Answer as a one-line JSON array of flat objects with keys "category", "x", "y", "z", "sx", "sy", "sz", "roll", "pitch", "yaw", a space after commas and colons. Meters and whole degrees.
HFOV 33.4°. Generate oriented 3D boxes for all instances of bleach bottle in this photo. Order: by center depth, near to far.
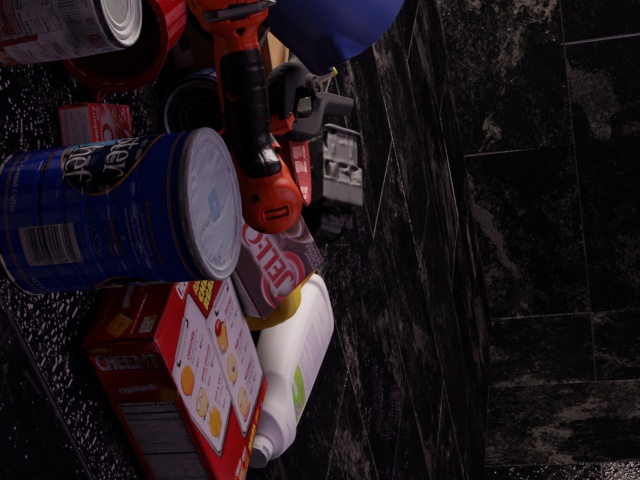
[{"category": "bleach bottle", "x": -0.044, "y": 0.146, "z": 1.181, "sx": 0.250, "sy": 0.068, "sz": 0.102, "roll": -69, "pitch": 151, "yaw": -54}]

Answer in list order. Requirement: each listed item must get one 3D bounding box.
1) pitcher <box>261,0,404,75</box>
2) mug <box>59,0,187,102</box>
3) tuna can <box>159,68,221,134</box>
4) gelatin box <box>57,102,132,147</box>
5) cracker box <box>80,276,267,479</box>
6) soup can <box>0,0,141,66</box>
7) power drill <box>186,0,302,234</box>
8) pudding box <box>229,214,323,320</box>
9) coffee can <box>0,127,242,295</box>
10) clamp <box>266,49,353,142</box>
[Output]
[{"category": "pitcher", "x": -0.044, "y": -0.277, "z": 0.965, "sx": 0.242, "sy": 0.145, "sz": 0.149, "roll": 37, "pitch": -1, "yaw": -30}, {"category": "mug", "x": -0.155, "y": -0.161, "z": 0.825, "sx": 0.081, "sy": 0.093, "sz": 0.117, "roll": -71, "pitch": -176, "yaw": -62}, {"category": "tuna can", "x": -0.105, "y": -0.114, "z": 0.987, "sx": 0.033, "sy": 0.086, "sz": 0.086, "roll": -51, "pitch": 134, "yaw": -67}, {"category": "gelatin box", "x": -0.170, "y": -0.061, "z": 0.829, "sx": 0.073, "sy": 0.030, "sz": 0.089, "roll": -21, "pitch": 105, "yaw": -75}, {"category": "cracker box", "x": -0.115, "y": 0.107, "z": 0.903, "sx": 0.164, "sy": 0.072, "sz": 0.213, "roll": -78, "pitch": 156, "yaw": -51}, {"category": "soup can", "x": -0.176, "y": -0.152, "z": 0.693, "sx": 0.068, "sy": 0.102, "sz": 0.068, "roll": -5, "pitch": 90, "yaw": -75}, {"category": "power drill", "x": -0.065, "y": -0.119, "z": 0.807, "sx": 0.184, "sy": 0.057, "sz": 0.187, "roll": -124, "pitch": -159, "yaw": -55}, {"category": "pudding box", "x": -0.056, "y": 0.001, "z": 0.965, "sx": 0.089, "sy": 0.039, "sz": 0.113, "roll": -44, "pitch": 119, "yaw": -33}, {"category": "coffee can", "x": -0.136, "y": -0.018, "z": 0.726, "sx": 0.102, "sy": 0.140, "sz": 0.103, "roll": -5, "pitch": 90, "yaw": -75}, {"category": "clamp", "x": -0.020, "y": -0.159, "z": 1.065, "sx": 0.120, "sy": 0.039, "sz": 0.171, "roll": 62, "pitch": 27, "yaw": -13}]
